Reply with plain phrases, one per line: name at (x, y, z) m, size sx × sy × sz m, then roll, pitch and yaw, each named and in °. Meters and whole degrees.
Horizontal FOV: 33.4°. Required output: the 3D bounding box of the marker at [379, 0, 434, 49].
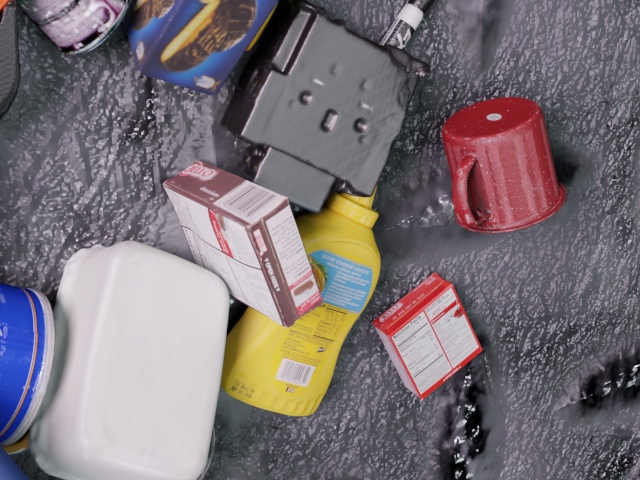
marker at (0.054, -0.148, 0.809) m, size 0.020 × 0.020 × 0.121 m, roll 33°, pitch 90°, yaw -38°

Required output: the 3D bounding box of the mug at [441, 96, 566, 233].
mug at (0.138, -0.058, 0.855) m, size 0.117 × 0.093 × 0.081 m, roll -41°, pitch 124°, yaw -38°

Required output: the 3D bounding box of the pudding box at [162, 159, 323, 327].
pudding box at (-0.055, 0.001, 0.742) m, size 0.039 × 0.114 × 0.090 m, roll -35°, pitch 126°, yaw -23°

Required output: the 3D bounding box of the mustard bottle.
mustard bottle at (-0.006, 0.038, 0.825) m, size 0.096 × 0.058 × 0.192 m, roll 22°, pitch 97°, yaw -37°

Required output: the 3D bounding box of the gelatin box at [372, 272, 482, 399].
gelatin box at (0.093, 0.083, 0.928) m, size 0.073 × 0.030 × 0.089 m, roll -38°, pitch 126°, yaw -13°

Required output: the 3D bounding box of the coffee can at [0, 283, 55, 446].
coffee can at (-0.248, 0.065, 0.650) m, size 0.140 × 0.103 × 0.103 m, roll 17°, pitch 100°, yaw -37°
